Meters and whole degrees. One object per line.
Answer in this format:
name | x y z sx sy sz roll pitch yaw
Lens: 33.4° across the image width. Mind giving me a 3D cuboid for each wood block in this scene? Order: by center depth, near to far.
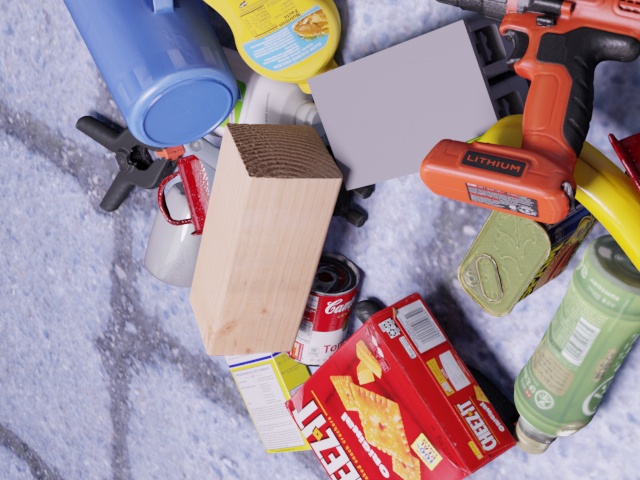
wood block | -0.056 0.001 1.004 0.091 0.090 0.206 -118 35 -47

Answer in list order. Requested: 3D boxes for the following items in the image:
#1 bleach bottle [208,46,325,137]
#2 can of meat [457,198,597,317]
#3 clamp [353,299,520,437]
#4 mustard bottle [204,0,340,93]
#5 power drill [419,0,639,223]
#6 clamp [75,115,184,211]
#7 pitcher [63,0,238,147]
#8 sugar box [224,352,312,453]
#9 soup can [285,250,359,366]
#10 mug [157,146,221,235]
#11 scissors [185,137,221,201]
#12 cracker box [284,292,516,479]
bleach bottle | -0.095 -0.143 1.082 0.251 0.067 0.102 23 126 35
can of meat | 0.169 0.003 0.861 0.057 0.083 0.102 44 136 21
clamp | 0.113 0.163 1.044 0.210 0.036 0.164 24 127 39
mustard bottle | -0.037 -0.199 0.953 0.096 0.058 0.191 -25 126 16
power drill | 0.135 -0.117 0.753 0.185 0.187 0.057 16 167 22
clamp | -0.228 -0.106 1.261 0.172 0.039 0.120 -16 103 43
pitcher | -0.168 -0.217 1.013 0.145 0.149 0.243 -35 63 16
sugar box | -0.057 0.152 1.213 0.094 0.048 0.176 -19 92 50
soup can | -0.002 0.071 1.092 0.069 0.068 0.102 35 133 29
mug | -0.113 -0.053 1.114 0.093 0.117 0.081 -109 4 -84
scissors | -0.123 -0.074 1.062 0.202 0.016 0.096 23 97 5
cracker box | 0.066 0.173 1.014 0.164 0.071 0.214 57 144 14
